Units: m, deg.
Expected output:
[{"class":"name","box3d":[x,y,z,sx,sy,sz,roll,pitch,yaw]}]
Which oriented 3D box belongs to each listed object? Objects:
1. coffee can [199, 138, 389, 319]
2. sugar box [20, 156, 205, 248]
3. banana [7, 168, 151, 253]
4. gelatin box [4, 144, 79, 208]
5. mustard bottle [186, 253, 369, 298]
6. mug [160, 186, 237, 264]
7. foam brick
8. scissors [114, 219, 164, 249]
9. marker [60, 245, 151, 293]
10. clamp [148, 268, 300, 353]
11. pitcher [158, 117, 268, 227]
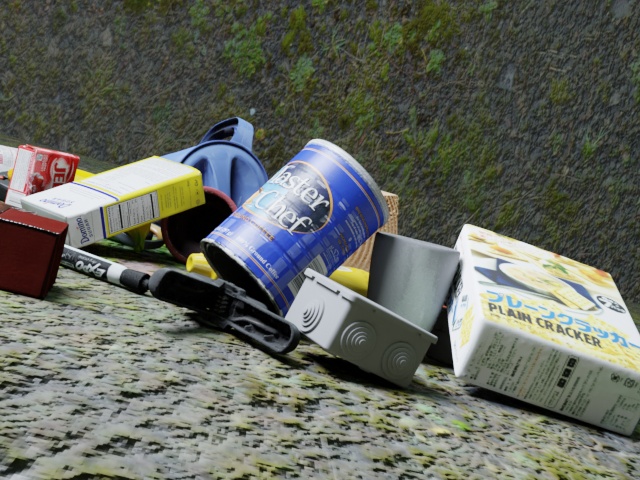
[{"class":"coffee can","box3d":[-0.022,-0.008,0.955,0.103,0.140,0.103,41,-18,16]},{"class":"sugar box","box3d":[-0.221,-0.042,1.151,0.175,0.048,0.093,-25,30,-37]},{"class":"banana","box3d":[-0.270,-0.051,1.249,0.198,0.037,0.069,26,31,16]},{"class":"gelatin box","box3d":[-0.307,-0.057,1.174,0.030,0.089,0.073,17,4,26]},{"class":"mustard bottle","box3d":[-0.041,0.040,1.050,0.191,0.058,0.096,13,3,-28]},{"class":"mug","box3d":[-0.130,-0.007,1.262,0.117,0.093,0.081,46,-2,-1]},{"class":"foam brick","box3d":[-0.227,0.008,0.821,0.051,0.053,0.078,14,3,-9]},{"class":"scissors","box3d":[-0.267,-0.016,1.250,0.201,0.016,0.096,-8,41,-35]},{"class":"marker","box3d":[-0.201,0.023,0.958,0.121,0.020,0.020,17,4,27]},{"class":"clamp","box3d":[-0.087,0.048,0.860,0.120,0.039,0.172,31,-6,-14]},{"class":"pitcher","box3d":[-0.168,-0.073,1.443,0.149,0.145,0.243,-24,12,-23]}]
